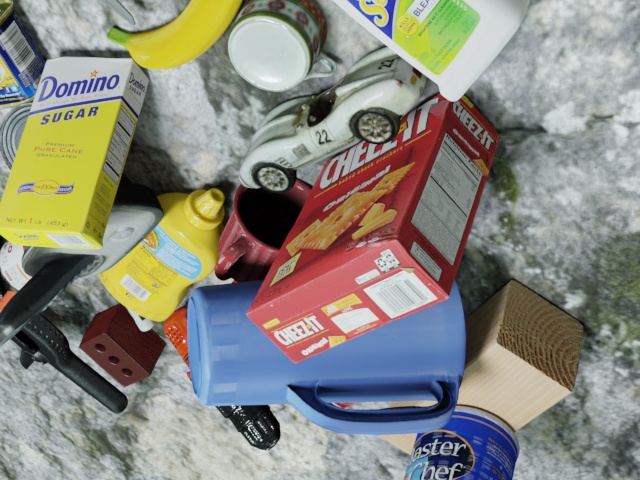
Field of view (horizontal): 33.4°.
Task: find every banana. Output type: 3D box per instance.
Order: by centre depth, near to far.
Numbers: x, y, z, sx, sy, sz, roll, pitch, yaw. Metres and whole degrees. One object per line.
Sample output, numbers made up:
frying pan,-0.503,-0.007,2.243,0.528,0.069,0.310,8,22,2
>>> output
banana,-0.109,-0.196,0.901,0.069,0.037,0.198,42,132,-19

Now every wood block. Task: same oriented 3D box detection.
wood block,0.159,0.143,1.071,0.090,0.090,0.206,32,135,-9

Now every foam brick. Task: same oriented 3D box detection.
foam brick,-0.229,0.121,1.234,0.053,0.051,0.078,-26,117,37

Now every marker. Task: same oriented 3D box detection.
marker,-0.220,0.053,1.190,0.020,0.020,0.121,-6,128,27

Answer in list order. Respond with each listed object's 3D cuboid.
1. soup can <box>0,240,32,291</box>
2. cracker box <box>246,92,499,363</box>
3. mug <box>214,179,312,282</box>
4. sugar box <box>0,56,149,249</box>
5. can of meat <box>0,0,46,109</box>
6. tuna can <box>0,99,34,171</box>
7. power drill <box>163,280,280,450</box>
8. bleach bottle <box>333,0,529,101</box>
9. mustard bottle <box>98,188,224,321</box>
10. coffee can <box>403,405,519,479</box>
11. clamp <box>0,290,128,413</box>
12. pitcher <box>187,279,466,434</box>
soup can,-0.290,0.011,1.145,0.102,0.068,0.068,-25,118,38
cracker box,0.046,-0.016,0.881,0.164,0.213,0.072,-28,115,38
mug,-0.057,0.001,1.013,0.093,0.117,0.082,42,141,9
sugar box,-0.222,-0.081,0.956,0.093,0.176,0.048,3,160,18
can of meat,-0.312,-0.169,0.994,0.102,0.057,0.084,-4,131,26
tuna can,-0.267,-0.097,1.041,0.086,0.033,0.086,4,112,10
power drill,-0.073,0.113,1.121,0.184,0.057,0.188,50,131,10
bleach bottle,0.030,-0.216,0.810,0.250,0.068,0.103,33,133,-7
mustard bottle,-0.151,0.005,1.089,0.096,0.058,0.192,41,133,-6
coffee can,0.127,0.243,1.013,0.103,0.140,0.103,12,134,12
clamp,-0.327,0.121,1.239,0.165,0.036,0.210,15,150,31
pitcher,0.006,0.097,0.974,0.242,0.149,0.145,-3,92,-13
